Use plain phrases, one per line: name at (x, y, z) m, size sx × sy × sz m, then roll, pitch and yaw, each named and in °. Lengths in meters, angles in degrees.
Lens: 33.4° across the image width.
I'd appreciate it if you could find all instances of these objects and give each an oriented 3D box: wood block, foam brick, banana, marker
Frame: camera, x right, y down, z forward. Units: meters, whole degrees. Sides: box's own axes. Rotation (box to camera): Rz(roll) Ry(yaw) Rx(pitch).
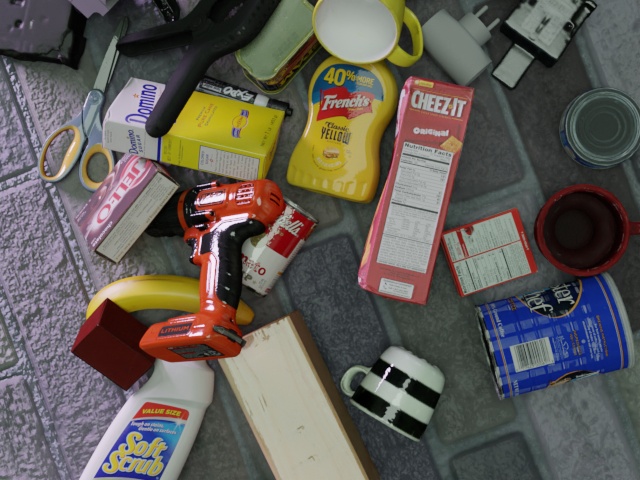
wood block at (-0.023, 0.187, 1.132) m, size 0.090 × 0.091 × 0.206 m, roll -26°, pitch 89°, yaw 4°
foam brick at (-0.219, 0.112, 1.146) m, size 0.078 × 0.053 × 0.051 m, roll 40°, pitch 115°, yaw -18°
banana at (-0.173, 0.069, 1.172) m, size 0.198 × 0.037 × 0.069 m, roll -6°, pitch 119°, yaw 7°
marker at (-0.088, -0.159, 1.171) m, size 0.121 × 0.020 × 0.020 m, roll 19°, pitch 91°, yaw 4°

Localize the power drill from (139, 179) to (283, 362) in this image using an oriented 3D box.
power drill at (-0.130, 0.029, 1.100) m, size 0.185 × 0.057 × 0.187 m, roll -9°, pitch 62°, yaw 35°

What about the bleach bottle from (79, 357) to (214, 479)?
bleach bottle at (-0.191, 0.215, 1.159) m, size 0.102 × 0.068 × 0.251 m, roll 24°, pitch 90°, yaw 2°

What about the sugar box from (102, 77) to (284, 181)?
sugar box at (-0.134, -0.119, 1.137) m, size 0.176 × 0.093 × 0.048 m, roll 14°, pitch 129°, yaw 2°

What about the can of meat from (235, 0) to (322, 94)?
can of meat at (-0.042, -0.210, 1.135) m, size 0.057 × 0.084 × 0.102 m, roll 43°, pitch 93°, yaw 3°

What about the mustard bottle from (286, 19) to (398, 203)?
mustard bottle at (0.032, -0.142, 1.142) m, size 0.096 × 0.058 × 0.191 m, roll 14°, pitch 90°, yaw 19°

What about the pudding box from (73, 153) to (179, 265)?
pudding box at (-0.209, -0.040, 1.145) m, size 0.039 × 0.090 × 0.113 m, roll 34°, pitch 95°, yaw -34°

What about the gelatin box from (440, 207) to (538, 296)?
gelatin box at (0.179, 0.013, 1.147) m, size 0.089 × 0.030 × 0.073 m, roll -19°, pitch 90°, yaw 4°

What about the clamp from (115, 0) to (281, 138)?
clamp at (-0.118, -0.205, 1.098) m, size 0.210 × 0.036 × 0.164 m, roll -31°, pitch 50°, yaw 16°

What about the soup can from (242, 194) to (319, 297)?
soup can at (-0.058, 0.001, 1.145) m, size 0.068 × 0.068 × 0.102 m, roll 36°, pitch 93°, yaw 3°

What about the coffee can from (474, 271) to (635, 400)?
coffee can at (0.241, 0.099, 1.106) m, size 0.140 × 0.103 × 0.103 m, roll -15°, pitch 89°, yaw 4°

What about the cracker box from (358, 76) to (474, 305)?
cracker box at (0.093, -0.048, 1.086) m, size 0.072 × 0.164 × 0.214 m, roll 12°, pitch 91°, yaw 2°

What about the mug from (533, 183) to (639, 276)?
mug at (0.280, -0.011, 1.113) m, size 0.117 × 0.081 × 0.093 m, roll -5°, pitch 90°, yaw 4°

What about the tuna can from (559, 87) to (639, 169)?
tuna can at (0.300, -0.120, 1.135) m, size 0.086 × 0.033 × 0.086 m, roll 0°, pitch 90°, yaw 4°

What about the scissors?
scissors at (-0.237, -0.140, 1.184) m, size 0.096 × 0.016 × 0.202 m, roll 36°, pitch 92°, yaw 2°
